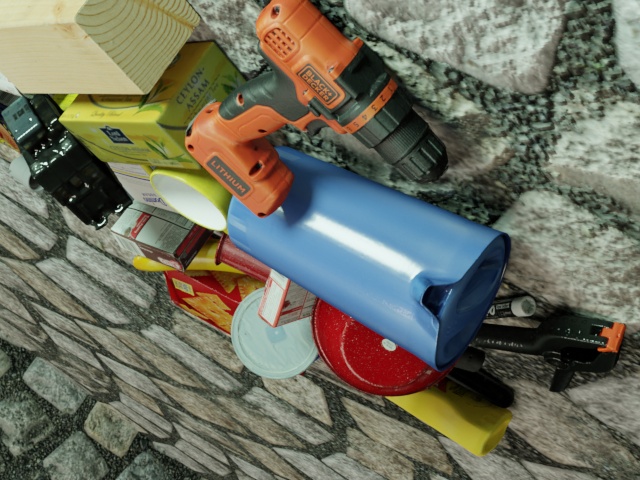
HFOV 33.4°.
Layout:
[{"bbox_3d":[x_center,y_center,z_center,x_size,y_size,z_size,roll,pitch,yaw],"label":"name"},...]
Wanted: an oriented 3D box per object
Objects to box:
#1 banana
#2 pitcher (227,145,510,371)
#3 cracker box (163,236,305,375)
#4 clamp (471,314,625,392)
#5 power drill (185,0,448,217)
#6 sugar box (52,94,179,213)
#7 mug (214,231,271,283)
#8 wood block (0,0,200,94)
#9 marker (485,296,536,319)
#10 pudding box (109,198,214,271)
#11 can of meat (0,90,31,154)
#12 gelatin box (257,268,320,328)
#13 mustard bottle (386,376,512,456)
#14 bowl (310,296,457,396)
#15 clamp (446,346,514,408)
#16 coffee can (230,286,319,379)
[{"bbox_3d":[-0.126,0.025,1.278,0.197,0.037,0.070,7,141,-4],"label":"banana"},{"bbox_3d":[0.043,0.008,0.976,0.243,0.144,0.149,27,145,23],"label":"pitcher"},{"bbox_3d":[-0.097,0.082,1.394,0.214,0.072,0.164,28,159,8],"label":"cracker box"},{"bbox_3d":[0.221,0.100,1.027,0.120,0.039,0.172,22,155,-9],"label":"clamp"},{"bbox_3d":[-0.010,-0.088,0.853,0.184,0.057,0.188,45,138,-11],"label":"power drill"},{"bbox_3d":[-0.213,-0.103,1.185,0.093,0.048,0.176,15,156,38],"label":"sugar box"},{"bbox_3d":[-0.057,0.001,1.124,0.081,0.093,0.117,25,-177,5],"label":"mug"},{"bbox_3d":[-0.215,-0.189,0.933,0.207,0.090,0.090,8,149,46],"label":"wood block"},{"bbox_3d":[0.170,0.070,1.062,0.020,0.020,0.121,39,158,-16],"label":"marker"},{"bbox_3d":[-0.180,-0.021,1.257,0.114,0.090,0.039,19,153,33],"label":"pudding box"},{"bbox_3d":[-0.362,-0.144,1.287,0.084,0.057,0.102,26,158,24],"label":"can of meat"},{"bbox_3d":[-0.021,0.041,1.088,0.030,0.073,0.089,38,126,31],"label":"gelatin box"},{"bbox_3d":[0.132,0.185,1.287,0.192,0.058,0.096,29,-160,23],"label":"mustard bottle"},{"bbox_3d":[0.068,0.095,1.071,0.162,0.162,0.055,34,-161,-5],"label":"bowl"},{"bbox_3d":[0.118,0.122,1.218,0.210,0.036,0.164,25,167,23],"label":"clamp"},{"bbox_3d":[-0.035,0.098,1.224,0.103,0.103,0.140,29,-173,8],"label":"coffee can"}]
